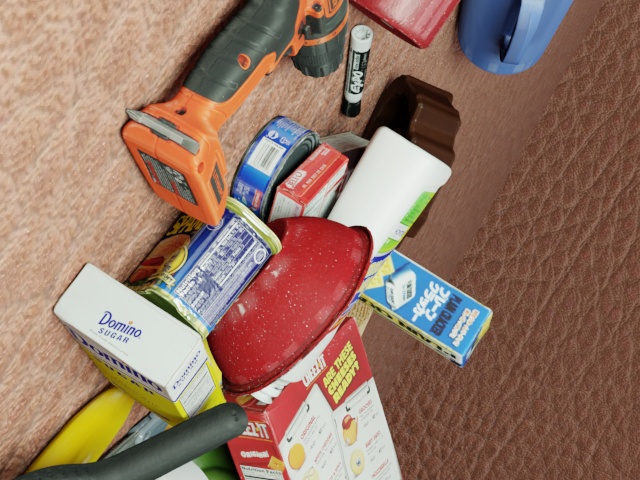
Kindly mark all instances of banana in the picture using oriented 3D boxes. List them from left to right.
[{"bbox_3d":[-0.201,0.180,0.787,0.197,0.037,0.070,-54,-176,-20],"label":"banana"}]

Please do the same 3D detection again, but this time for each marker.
[{"bbox_3d":[0.033,-0.150,0.972,0.020,0.020,0.121,-54,167,-25],"label":"marker"}]

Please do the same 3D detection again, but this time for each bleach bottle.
[{"bbox_3d":[0.015,0.027,0.907,0.251,0.068,0.102,-58,168,7],"label":"bleach bottle"}]

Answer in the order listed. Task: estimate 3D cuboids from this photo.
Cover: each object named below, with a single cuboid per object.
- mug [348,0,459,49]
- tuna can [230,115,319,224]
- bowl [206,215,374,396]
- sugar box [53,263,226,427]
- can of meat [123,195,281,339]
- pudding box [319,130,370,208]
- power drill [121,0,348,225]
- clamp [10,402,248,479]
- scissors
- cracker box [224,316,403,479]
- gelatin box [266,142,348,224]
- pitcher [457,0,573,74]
[{"bbox_3d":[0.068,-0.209,0.850,0.081,0.093,0.117,-56,-155,8],"label":"mug"},{"bbox_3d":[-0.037,-0.059,0.875,0.086,0.034,0.086,-55,167,-19],"label":"tuna can"},{"bbox_3d":[-0.036,0.035,0.790,0.162,0.055,0.162,-42,-160,18],"label":"bowl"},{"bbox_3d":[-0.120,0.084,0.740,0.048,0.093,0.176,-55,166,-15],"label":"sugar box"},{"bbox_3d":[-0.086,0.021,0.742,0.084,0.057,0.102,-52,-161,-20],"label":"can of meat"},{"bbox_3d":[0.009,-0.058,1.049,0.090,0.039,0.113,-65,167,19],"label":"pudding box"},{"bbox_3d":[-0.044,-0.106,0.688,0.187,0.057,0.184,-59,165,-14],"label":"power drill"},{"bbox_3d":[-0.154,0.168,0.715,0.209,0.036,0.165,-3,143,-43],"label":"clamp"},{"bbox_3d":[-0.165,0.185,0.982,0.201,0.016,0.096,-47,163,-45],"label":"scissors"},{"bbox_3d":[-0.004,0.204,1.028,0.164,0.072,0.213,-43,122,-47],"label":"cracker box"},{"bbox_3d":[-0.015,-0.027,0.880,0.073,0.030,0.089,-48,163,-42],"label":"gelatin box"},{"bbox_3d":[0.219,-0.274,1.173,0.149,0.145,0.243,-35,165,-13],"label":"pitcher"}]
